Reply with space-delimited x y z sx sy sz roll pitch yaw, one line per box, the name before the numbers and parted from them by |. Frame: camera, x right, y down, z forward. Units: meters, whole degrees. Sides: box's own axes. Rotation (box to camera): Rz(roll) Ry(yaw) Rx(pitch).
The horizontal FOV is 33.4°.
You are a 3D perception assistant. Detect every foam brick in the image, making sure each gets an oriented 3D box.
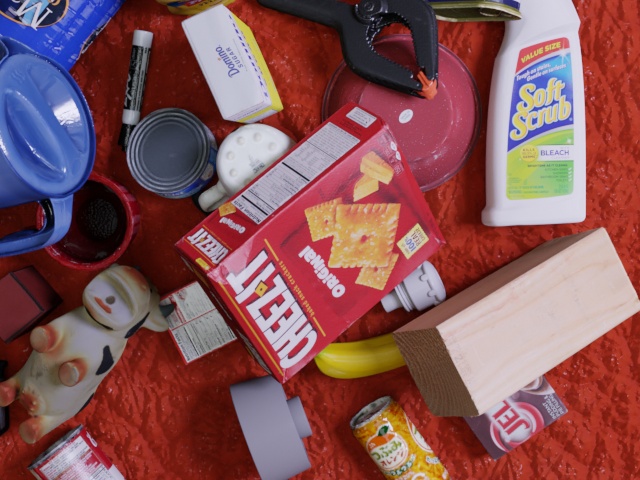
foam brick | -0.297 0.062 1.055 0.053 0.078 0.051 -41 93 2

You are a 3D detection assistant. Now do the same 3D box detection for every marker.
marker | -0.185 -0.148 1.063 0.020 0.020 0.121 9 95 0

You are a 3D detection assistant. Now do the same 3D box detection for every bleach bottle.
bleach bottle | 0.203 -0.141 1.036 0.102 0.068 0.251 -3 93 1

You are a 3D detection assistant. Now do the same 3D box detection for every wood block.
wood block | 0.184 0.076 0.998 0.205 0.091 0.090 -28 92 -24

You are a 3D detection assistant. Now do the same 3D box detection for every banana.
banana | 0.078 0.101 1.058 0.197 0.070 0.037 -15 64 -9

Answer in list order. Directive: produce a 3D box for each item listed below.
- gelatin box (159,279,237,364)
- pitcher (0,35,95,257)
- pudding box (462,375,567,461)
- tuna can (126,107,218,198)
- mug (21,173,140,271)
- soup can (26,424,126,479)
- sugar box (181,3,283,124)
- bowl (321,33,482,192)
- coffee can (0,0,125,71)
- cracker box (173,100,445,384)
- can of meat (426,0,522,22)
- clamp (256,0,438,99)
gelatin box | -0.113 0.073 1.076 0.089 0.030 0.073 -27 94 6
pitcher | -0.336 -0.070 0.985 0.243 0.145 0.149 -13 51 27
pudding box | 0.178 0.150 1.072 0.090 0.039 0.113 -36 93 4
tuna can | -0.144 -0.085 1.049 0.086 0.033 0.086 -2 80 12
mug | -0.234 -0.018 1.044 0.117 0.081 0.093 -15 95 2
soup can | -0.236 0.246 1.074 0.068 0.068 0.102 -38 94 4
sugar box | -0.076 -0.158 0.981 0.048 0.176 0.093 -24 94 3
bowl | 0.081 -0.123 1.043 0.162 0.055 0.162 0 96 1
coffee can | -0.251 -0.230 1.015 0.103 0.103 0.140 40 94 -3
cracker box | -0.002 0.004 0.980 0.213 0.072 0.164 -40 131 -12
can of meat | 0.146 -0.255 1.010 0.057 0.102 0.084 6 93 -43
clamp | 0.039 -0.213 1.014 0.164 0.036 0.210 -29 71 9
